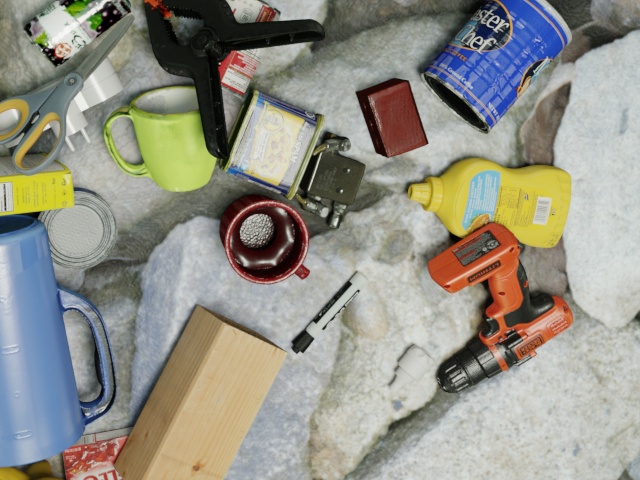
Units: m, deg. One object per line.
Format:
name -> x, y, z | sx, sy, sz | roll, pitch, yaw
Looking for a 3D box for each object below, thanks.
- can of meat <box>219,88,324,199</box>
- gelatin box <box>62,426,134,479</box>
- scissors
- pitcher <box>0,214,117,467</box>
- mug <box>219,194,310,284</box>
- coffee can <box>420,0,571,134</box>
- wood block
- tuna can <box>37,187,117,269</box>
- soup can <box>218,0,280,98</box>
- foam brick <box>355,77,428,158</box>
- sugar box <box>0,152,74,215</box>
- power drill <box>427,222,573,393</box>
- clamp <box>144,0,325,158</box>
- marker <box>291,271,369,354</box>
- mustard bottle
can of meat -> -0.055, -0.107, 1.177 | 0.083, 0.057, 0.102 | 21, 96, -16
gelatin box -> -0.247, 0.258, 1.222 | 0.089, 0.030, 0.073 | -8, 104, -12
scissors -> -0.270, -0.157, 1.074 | 0.096, 0.016, 0.201 | 17, 69, 10
pitcher -> -0.315, 0.099, 1.110 | 0.145, 0.149, 0.243 | 5, 108, 27
mug -> -0.058, 0.001, 1.186 | 0.117, 0.081, 0.093 | 38, 91, -19
coffee can -> 0.196, -0.205, 1.195 | 0.102, 0.103, 0.140 | 42, 90, -19
wood block -> -0.134, 0.189, 1.187 | 0.090, 0.090, 0.206 | 29, 87, -29
tuna can -> -0.264, -0.014, 1.155 | 0.086, 0.034, 0.086 | -3, 103, -14
soup can -> -0.092, -0.211, 1.137 | 0.068, 0.068, 0.102 | 24, 95, -18
foam brick -> 0.080, -0.139, 1.207 | 0.051, 0.053, 0.078 | -23, 106, -9
sugar box -> -0.346, -0.052, 1.068 | 0.175, 0.093, 0.048 | -11, 111, -30
power drill -> 0.194, 0.083, 1.261 | 0.184, 0.057, 0.187 | -33, 128, -1
clamp -> -0.101, -0.200, 1.078 | 0.164, 0.210, 0.036 | -44, 149, 5
marker -> 0.010, 0.087, 1.256 | 0.020, 0.020, 0.121 | 43, 89, -19
mustard bottle -> 0.195, -0.047, 1.253 | 0.191, 0.058, 0.096 | 5, 107, -16
